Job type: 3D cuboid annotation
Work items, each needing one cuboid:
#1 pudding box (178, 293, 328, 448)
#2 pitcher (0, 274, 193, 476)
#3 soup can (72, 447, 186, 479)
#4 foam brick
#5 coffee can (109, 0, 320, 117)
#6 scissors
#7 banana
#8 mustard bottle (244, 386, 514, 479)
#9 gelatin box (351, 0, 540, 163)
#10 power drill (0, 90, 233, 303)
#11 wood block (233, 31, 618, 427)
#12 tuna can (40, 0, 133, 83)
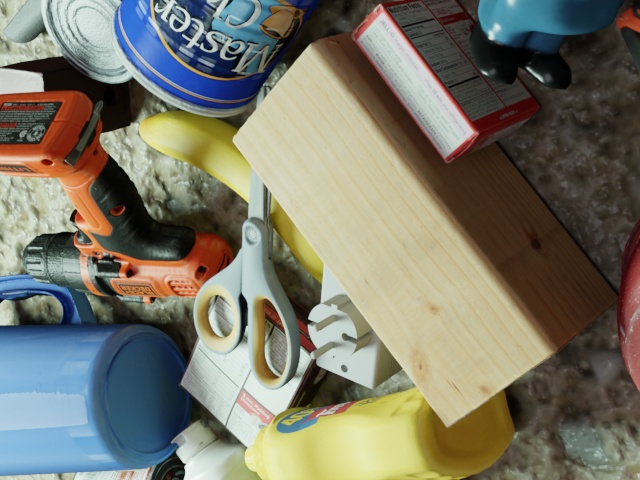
[{"bbox_3d":[-0.045,0.087,0.760,0.090,0.039,0.114,40,125,20],"label":"pudding box"},{"bbox_3d":[-0.222,0.117,0.861,0.243,0.144,0.149,-8,115,36],"label":"pitcher"},{"bbox_3d":[-0.145,0.202,0.860,0.102,0.068,0.068,-11,100,40],"label":"soup can"},{"bbox_3d":[-0.185,-0.103,0.770,0.051,0.078,0.053,14,115,35],"label":"foam brick"},{"bbox_3d":[-0.050,-0.157,0.628,0.103,0.102,0.141,50,129,12],"label":"coffee can"},{"bbox_3d":[-0.055,0.001,0.699,0.096,0.016,0.202,3,107,38],"label":"scissors"},{"bbox_3d":[-0.050,-0.036,0.717,0.198,0.037,0.070,44,126,17],"label":"banana"},{"bbox_3d":[0.021,0.129,0.679,0.192,0.096,0.058,-20,84,42],"label":"mustard bottle"},{"bbox_3d":[0.068,-0.091,0.580,0.089,0.073,0.030,53,130,9],"label":"gelatin box"},{"bbox_3d":[-0.172,-0.023,0.744,0.185,0.057,0.187,0,147,27],"label":"power drill"},{"bbox_3d":[0.058,-0.014,0.606,0.206,0.090,0.090,53,130,10],"label":"wood block"},{"bbox_3d":[-0.145,-0.149,0.718,0.086,0.033,0.086,20,136,20],"label":"tuna can"}]
